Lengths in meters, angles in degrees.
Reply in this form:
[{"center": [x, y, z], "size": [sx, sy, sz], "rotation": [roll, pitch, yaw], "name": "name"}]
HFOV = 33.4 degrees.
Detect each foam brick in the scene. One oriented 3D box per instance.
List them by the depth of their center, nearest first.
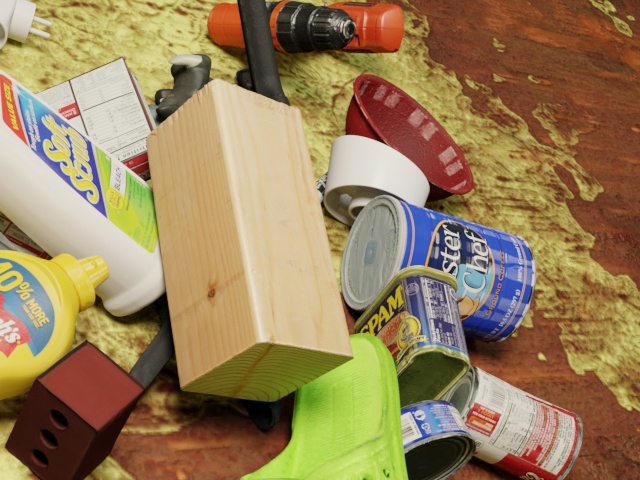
[{"center": [-0.157, 0.113, 0.678], "size": [0.053, 0.078, 0.051], "rotation": [38, 38, 8], "name": "foam brick"}]

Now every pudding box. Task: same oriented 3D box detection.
[{"center": [-0.181, -0.088, 0.872], "size": [0.090, 0.039, 0.113], "rotation": [-23, 58, -3], "name": "pudding box"}]

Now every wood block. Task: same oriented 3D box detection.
[{"center": [-0.056, 0.001, 0.772], "size": [0.090, 0.091, 0.206], "rotation": [15, 53, -42], "name": "wood block"}]

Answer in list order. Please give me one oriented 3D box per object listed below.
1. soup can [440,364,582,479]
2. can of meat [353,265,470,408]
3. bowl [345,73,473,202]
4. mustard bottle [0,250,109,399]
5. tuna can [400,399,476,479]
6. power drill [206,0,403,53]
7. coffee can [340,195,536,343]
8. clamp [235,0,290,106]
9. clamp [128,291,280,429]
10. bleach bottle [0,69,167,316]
[{"center": [0.152, 0.152, 0.872], "size": [0.102, 0.069, 0.068], "rotation": [26, 38, -10], "name": "soup can"}, {"center": [0.073, 0.085, 0.859], "size": [0.057, 0.102, 0.084], "rotation": [17, 43, -23], "name": "can of meat"}, {"center": [0.078, -0.091, 1.074], "size": [0.162, 0.055, 0.162], "rotation": [34, 28, -21], "name": "bowl"}, {"center": [-0.215, 0.059, 0.674], "size": [0.191, 0.058, 0.096], "rotation": [-31, 70, -35], "name": "mustard bottle"}, {"center": [0.070, 0.155, 0.793], "size": [0.085, 0.086, 0.034], "rotation": [3, 46, -35], "name": "tuna can"}, {"center": [0.004, -0.224, 1.116], "size": [0.185, 0.057, 0.187], "rotation": [14, 16, 39], "name": "power drill"}, {"center": [0.103, 0.027, 0.942], "size": [0.140, 0.103, 0.103], "rotation": [15, 41, -23], "name": "coffee can"}, {"center": [-0.047, -0.126, 0.981], "size": [0.036, 0.164, 0.210], "rotation": [-13, 61, -8], "name": "clamp"}, {"center": [-0.083, 0.069, 0.815], "size": [0.120, 0.039, 0.171], "rotation": [29, 39, -25], "name": "clamp"}, {"center": [-0.205, -0.054, 0.747], "size": [0.250, 0.068, 0.102], "rotation": [43, 28, -35], "name": "bleach bottle"}]
